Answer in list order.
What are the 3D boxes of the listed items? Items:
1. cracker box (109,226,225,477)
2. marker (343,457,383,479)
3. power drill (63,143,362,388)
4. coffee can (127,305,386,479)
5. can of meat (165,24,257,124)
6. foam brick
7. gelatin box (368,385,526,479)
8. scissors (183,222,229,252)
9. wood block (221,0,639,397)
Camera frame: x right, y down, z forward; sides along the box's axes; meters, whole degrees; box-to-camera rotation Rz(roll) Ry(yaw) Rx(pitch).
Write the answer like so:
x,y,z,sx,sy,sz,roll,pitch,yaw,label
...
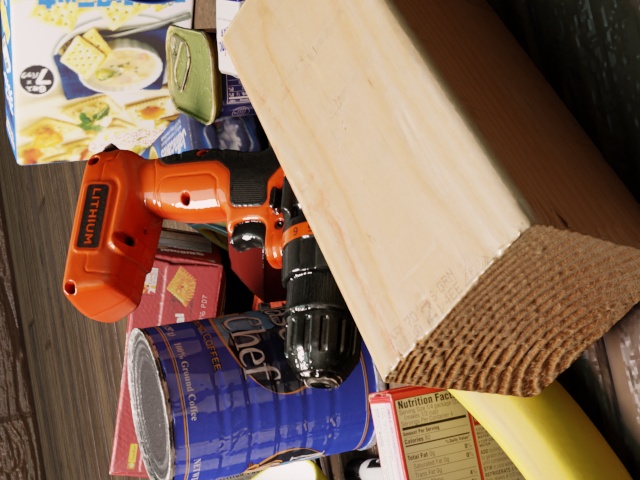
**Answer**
x,y,z,sx,sy,sz,roll,pitch,yaw,label
-0.119,0.081,0.860,0.214,0.072,0.164,-139,56,-81,cracker box
0.042,0.141,0.648,0.121,0.020,0.020,149,111,-67,marker
-0.054,0.001,0.612,0.057,0.188,0.184,48,-139,-53,power drill
-0.042,0.095,0.679,0.103,0.140,0.103,172,90,-68,coffee can
-0.047,-0.112,0.696,0.102,0.083,0.057,-149,54,-63,can of meat
-0.028,0.003,0.731,0.078,0.052,0.051,-142,48,-60,foam brick
0.067,0.109,0.504,0.030,0.073,0.089,152,108,-67,gelatin box
-0.119,-0.034,0.824,0.202,0.016,0.096,25,159,21,scissors
0.044,-0.044,0.456,0.090,0.090,0.206,-52,45,30,wood block
